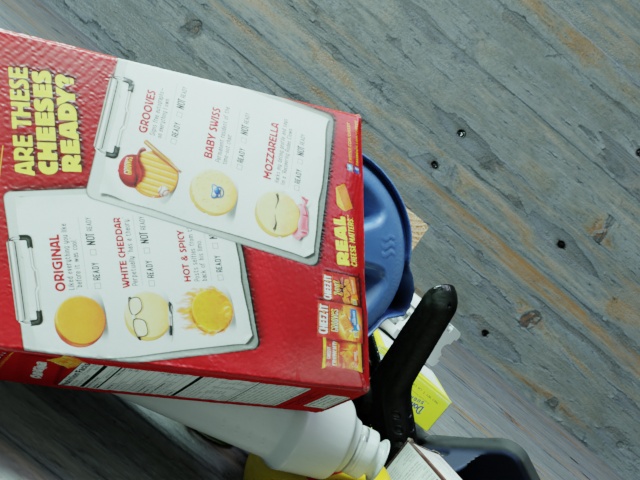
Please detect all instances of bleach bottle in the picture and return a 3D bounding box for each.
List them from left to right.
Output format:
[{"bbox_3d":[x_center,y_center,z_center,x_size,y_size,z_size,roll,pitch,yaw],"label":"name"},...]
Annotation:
[{"bbox_3d":[-0.075,0.073,0.630,0.250,0.068,0.102,28,9,-9],"label":"bleach bottle"}]

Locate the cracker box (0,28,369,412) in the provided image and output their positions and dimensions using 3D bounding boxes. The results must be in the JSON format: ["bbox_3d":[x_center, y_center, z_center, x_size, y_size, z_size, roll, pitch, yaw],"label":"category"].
[{"bbox_3d":[-0.083,-0.003,0.556,0.213,0.164,0.072,10,-24,-24],"label":"cracker box"}]

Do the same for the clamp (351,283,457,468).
[{"bbox_3d":[0.036,0.103,0.792,0.036,0.210,0.165,-5,22,-28],"label":"clamp"}]
